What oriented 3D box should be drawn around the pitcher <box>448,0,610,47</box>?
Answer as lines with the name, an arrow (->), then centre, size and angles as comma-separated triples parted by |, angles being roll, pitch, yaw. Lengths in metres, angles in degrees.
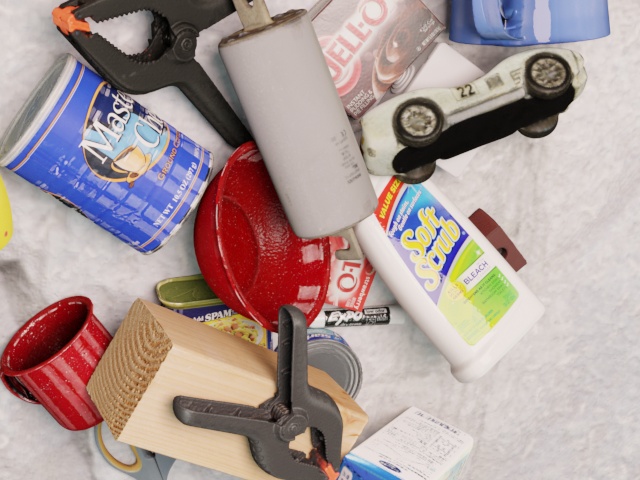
pitcher -> 0.163, -0.277, 0.852 | 0.145, 0.149, 0.243 | -8, 107, -13

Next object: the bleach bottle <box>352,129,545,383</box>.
bleach bottle -> 0.076, -0.001, 0.928 | 0.102, 0.068, 0.251 | -43, 90, -13

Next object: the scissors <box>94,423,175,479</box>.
scissors -> -0.140, 0.227, 1.012 | 0.096, 0.016, 0.201 | -31, 114, -3

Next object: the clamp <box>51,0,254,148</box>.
clamp -> -0.108, -0.167, 0.837 | 0.209, 0.036, 0.164 | 10, 103, -45

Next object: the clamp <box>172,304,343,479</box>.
clamp -> -0.025, 0.128, 0.834 | 0.120, 0.039, 0.171 | -43, 132, 1

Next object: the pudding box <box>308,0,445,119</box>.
pudding box -> 0.035, -0.174, 0.907 | 0.090, 0.039, 0.113 | 42, 94, -23

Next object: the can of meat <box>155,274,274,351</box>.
can of meat -> -0.092, 0.078, 0.951 | 0.102, 0.057, 0.084 | -7, 112, -14

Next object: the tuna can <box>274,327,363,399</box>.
tuna can -> -0.005, 0.126, 1.004 | 0.086, 0.034, 0.086 | -5, 110, -14

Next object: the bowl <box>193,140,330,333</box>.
bowl -> -0.056, 0.001, 0.883 | 0.055, 0.162, 0.162 | -11, 118, 32

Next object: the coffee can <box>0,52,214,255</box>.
coffee can -> -0.171, -0.067, 0.853 | 0.140, 0.103, 0.103 | 35, 97, -23

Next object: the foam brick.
foam brick -> 0.142, 0.019, 0.997 | 0.078, 0.051, 0.053 | -40, 114, 1

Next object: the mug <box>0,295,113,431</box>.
mug -> -0.221, 0.112, 0.916 | 0.117, 0.093, 0.081 | -21, 121, 20

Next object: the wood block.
wood block -> -0.075, 0.135, 0.890 | 0.205, 0.090, 0.091 | 26, 98, -35

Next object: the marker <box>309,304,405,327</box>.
marker -> 0.020, 0.072, 1.000 | 0.121, 0.020, 0.020 | -2, 109, -14

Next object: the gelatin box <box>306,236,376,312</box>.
gelatin box -> 0.016, 0.014, 0.972 | 0.073, 0.030, 0.089 | 15, 104, -20
